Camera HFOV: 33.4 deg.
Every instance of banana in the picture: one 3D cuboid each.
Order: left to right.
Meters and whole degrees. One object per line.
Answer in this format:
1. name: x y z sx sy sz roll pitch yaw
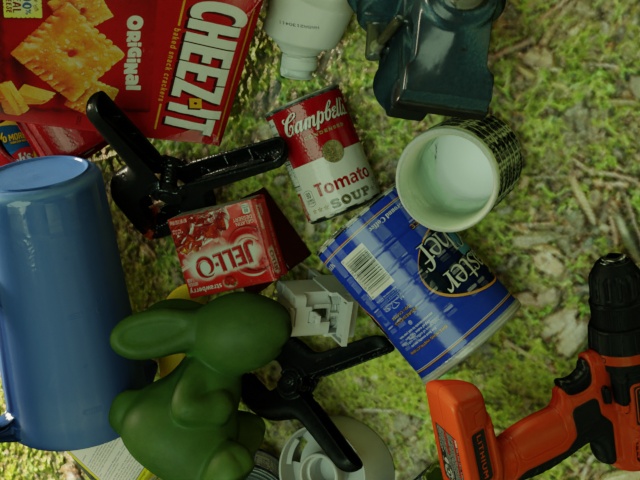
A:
1. banana: -0.128 0.120 1.018 0.070 0.037 0.198 26 121 45

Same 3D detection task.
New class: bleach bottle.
1. bleach bottle: -0.015 -0.258 0.863 0.103 0.068 0.251 14 111 21

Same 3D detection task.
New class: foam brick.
1. foam brick: -0.056 0.001 0.955 0.053 0.051 0.078 -35 88 26

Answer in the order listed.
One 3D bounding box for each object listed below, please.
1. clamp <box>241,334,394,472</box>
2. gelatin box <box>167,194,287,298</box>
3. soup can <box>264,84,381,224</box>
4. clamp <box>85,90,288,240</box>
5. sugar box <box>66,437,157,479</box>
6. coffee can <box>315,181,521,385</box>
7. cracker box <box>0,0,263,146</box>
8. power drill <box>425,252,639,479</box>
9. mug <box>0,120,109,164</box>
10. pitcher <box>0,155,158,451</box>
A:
1. clamp: -0.017 0.139 0.961 0.172 0.039 0.120 1 72 34
2. gelatin box: -0.080 0.005 0.919 0.089 0.030 0.073 -12 99 26
3. soup can: 0.003 -0.072 0.899 0.069 0.068 0.102 -20 94 27
4. clamp: -0.139 -0.058 0.923 0.164 0.036 0.210 18 152 -19
5. sugar box: -0.230 0.176 1.083 0.176 0.048 0.093 41 116 14
6. coffee can: 0.079 0.032 0.873 0.103 0.102 0.140 -43 84 27
7. cracker box: -0.168 -0.165 0.861 0.213 0.072 0.164 6 136 -17
8. power drill: 0.178 0.116 0.819 0.187 0.057 0.184 -17 108 -15
9. mug: -0.245 -0.109 0.980 0.081 0.117 0.093 59 156 -5
10. pitcher: -0.239 0.057 0.939 0.145 0.149 0.243 -1 113 9
